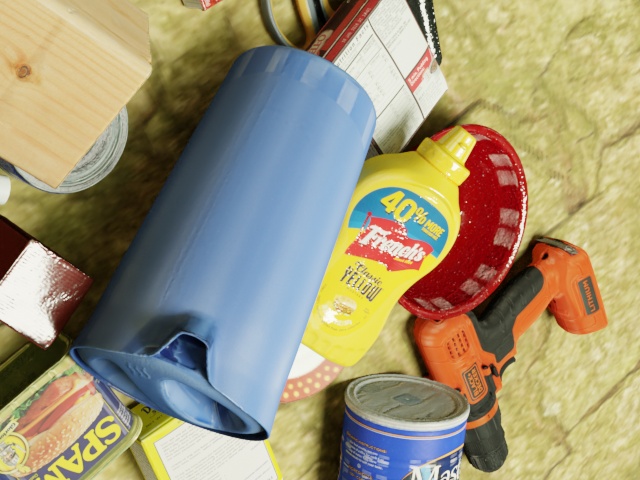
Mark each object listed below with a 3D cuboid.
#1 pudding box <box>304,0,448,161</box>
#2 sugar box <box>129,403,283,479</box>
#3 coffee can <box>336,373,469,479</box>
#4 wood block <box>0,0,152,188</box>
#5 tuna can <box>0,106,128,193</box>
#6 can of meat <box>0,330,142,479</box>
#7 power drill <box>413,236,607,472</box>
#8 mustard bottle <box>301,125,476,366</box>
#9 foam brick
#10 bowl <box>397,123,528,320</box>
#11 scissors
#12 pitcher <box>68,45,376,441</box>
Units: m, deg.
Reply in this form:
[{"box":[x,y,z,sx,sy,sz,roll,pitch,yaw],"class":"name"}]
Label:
[{"box":[0.041,-0.123,0.790,0.090,0.039,0.113,-53,133,-18],"class":"pudding box"},{"box":[-0.079,0.183,0.813,0.093,0.048,0.176,-33,125,-26],"class":"sugar box"},{"box":[0.065,0.195,0.889,0.102,0.103,0.140,-5,108,-36],"class":"coffee can"},{"box":[-0.198,-0.129,0.548,0.205,0.090,0.091,34,110,-27],"class":"wood block"},{"box":[-0.165,-0.073,0.670,0.085,0.034,0.086,-13,112,-34],"class":"tuna can"},{"box":[-0.183,0.121,0.706,0.102,0.058,0.084,-42,123,-20],"class":"can of meat"},{"box":[0.179,0.100,0.975,0.187,0.057,0.184,-38,124,-22],"class":"power drill"},{"box":[0.044,-0.004,0.774,0.096,0.058,0.192,36,99,-25],"class":"mustard bottle"},{"box":[-0.186,0.022,0.657,0.053,0.078,0.051,42,79,-38],"class":"foam brick"},{"box":[0.095,-0.020,0.873,0.161,0.055,0.162,-13,112,-34],"class":"bowl"},{"box":[0.018,-0.128,0.804,0.096,0.016,0.201,-43,126,-19],"class":"scissors"},{"box":[-0.055,0.001,0.704,0.144,0.149,0.242,45,60,-43],"class":"pitcher"}]
